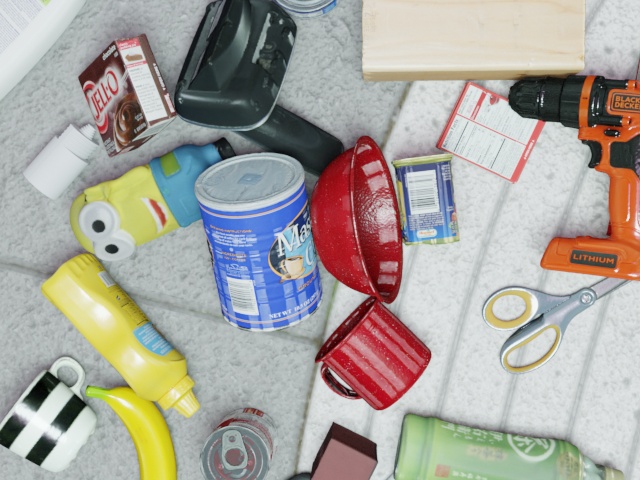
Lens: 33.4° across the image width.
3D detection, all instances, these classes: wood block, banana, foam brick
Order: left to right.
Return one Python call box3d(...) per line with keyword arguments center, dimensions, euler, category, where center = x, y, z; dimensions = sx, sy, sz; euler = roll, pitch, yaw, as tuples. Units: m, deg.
box3d(center=(-0.180, 0.227, 1.083), dimensions=(0.069, 0.037, 0.198), euler=(-16, 100, -10), category="banana")
box3d(center=(0.023, 0.221, 1.057), dimensions=(0.051, 0.078, 0.053), euler=(27, 93, 1), category="foam brick")
box3d(center=(0.144, -0.203, 1.033), dimensions=(0.206, 0.091, 0.090), euler=(0, 92, 3), category="wood block")

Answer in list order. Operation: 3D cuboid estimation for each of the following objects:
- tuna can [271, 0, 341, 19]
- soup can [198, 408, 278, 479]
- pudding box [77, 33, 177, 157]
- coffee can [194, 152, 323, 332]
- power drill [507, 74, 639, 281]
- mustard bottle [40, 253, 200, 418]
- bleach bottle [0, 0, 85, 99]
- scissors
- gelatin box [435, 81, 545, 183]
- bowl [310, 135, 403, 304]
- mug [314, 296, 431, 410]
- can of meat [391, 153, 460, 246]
box3d(center=(-0.015, -0.267, 1.069), dimensions=(0.086, 0.033, 0.086), euler=(0, 91, 3), category="tuna can")
box3d(center=(-0.078, 0.206, 1.050), dimensions=(0.068, 0.102, 0.068), euler=(0, 91, 3), category="soup can")
box3d(center=(-0.191, -0.140, 1.046), dimensions=(0.039, 0.114, 0.090), euler=(-23, 90, -35), category="pudding box")
box3d(center=(-0.057, 0.001, 1.016), dimensions=(0.103, 0.103, 0.140), euler=(-7, 120, 3), category="coffee can")
box3d(center=(0.255, -0.061, 0.996), dimensions=(0.185, 0.057, 0.188), euler=(9, 92, 26), category="power drill")
box3d(center=(-0.189, 0.100, 1.057), dimensions=(0.058, 0.096, 0.191), euler=(-43, 89, 3), category="mustard bottle")
box3d(center=(-0.286, -0.239, 1.072), dimensions=(0.251, 0.068, 0.102), euler=(-42, 89, 1), category="bleach bottle")
box3d(center=(0.246, 0.049, 1.071), dimensions=(0.202, 0.016, 0.096), euler=(-45, 89, 3), category="scissors")
box3d(center=(0.170, -0.107, 1.064), dimensions=(0.089, 0.030, 0.073), euler=(25, 94, 2), category="gelatin box")
box3d(center=(0.031, -0.016, 1.018), dimensions=(0.055, 0.162, 0.162), euler=(-8, 91, 18), category="bowl")
box3d(center=(0.047, 0.119, 1.054), dimensions=(0.081, 0.093, 0.117), euler=(43, 124, -3), category="mug")
box3d(center=(0.102, -0.039, 1.035), dimensions=(0.057, 0.102, 0.084), euler=(-6, 93, 3), category="can of meat")
